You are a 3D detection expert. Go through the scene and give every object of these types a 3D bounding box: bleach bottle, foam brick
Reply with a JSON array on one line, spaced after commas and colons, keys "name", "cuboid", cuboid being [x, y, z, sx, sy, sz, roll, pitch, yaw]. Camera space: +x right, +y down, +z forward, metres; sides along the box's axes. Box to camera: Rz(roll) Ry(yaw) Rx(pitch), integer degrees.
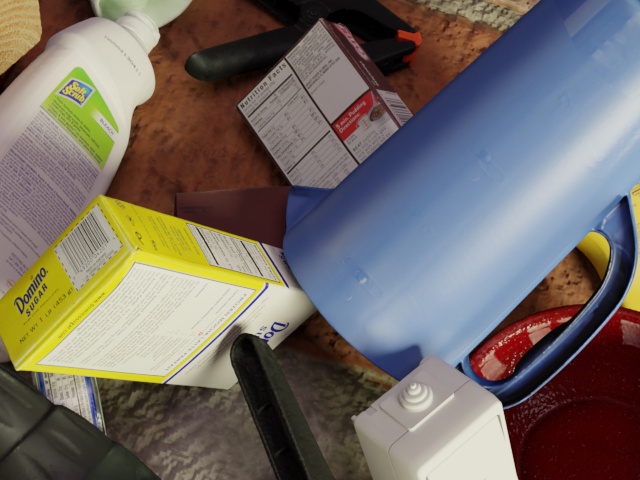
[{"name": "bleach bottle", "cuboid": [-0.170, -0.051, 0.681, 0.102, 0.068, 0.250, 52, 50, -32]}, {"name": "foam brick", "cuboid": [-0.054, 0.001, 0.687, 0.078, 0.051, 0.053, -3, 64, -10]}]

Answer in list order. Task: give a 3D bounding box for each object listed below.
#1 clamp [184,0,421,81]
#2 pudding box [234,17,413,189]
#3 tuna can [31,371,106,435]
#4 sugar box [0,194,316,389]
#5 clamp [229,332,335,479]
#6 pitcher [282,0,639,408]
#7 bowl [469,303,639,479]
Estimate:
[{"name": "clamp", "cuboid": [-0.013, -0.164, 0.779, 0.171, 0.039, 0.120, 3, 69, -13]}, {"name": "pudding box", "cuboid": [0.007, -0.077, 0.714, 0.039, 0.090, 0.113, 1, 52, -58]}, {"name": "tuna can", "cuboid": [-0.144, 0.095, 0.610, 0.033, 0.086, 0.086, -10, 67, -15]}, {"name": "sugar box", "cuboid": [-0.082, 0.035, 0.589, 0.093, 0.176, 0.048, -43, 63, 17]}, {"name": "clamp", "cuboid": [-0.007, 0.158, 0.532, 0.210, 0.036, 0.164, 46, 38, 2]}, {"name": "pitcher", "cuboid": [0.110, -0.029, 0.616, 0.149, 0.243, 0.145, 34, 20, -32]}, {"name": "bowl", "cuboid": [0.156, 0.116, 0.638, 0.162, 0.055, 0.162, -15, 43, 14]}]
